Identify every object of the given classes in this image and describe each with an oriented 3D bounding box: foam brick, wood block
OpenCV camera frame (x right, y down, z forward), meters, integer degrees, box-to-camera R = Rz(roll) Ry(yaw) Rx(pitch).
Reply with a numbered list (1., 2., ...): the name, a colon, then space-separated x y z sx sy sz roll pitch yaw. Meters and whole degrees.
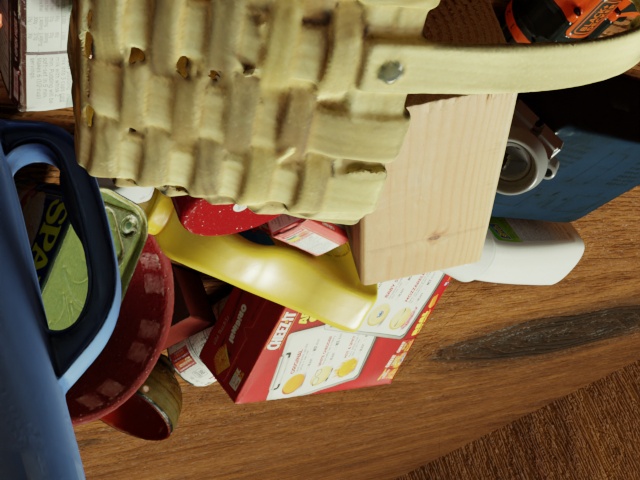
1. foam brick: -0.140 0.062 0.926 0.078 0.053 0.051 -28 160 16
2. wood block: 0.058 -0.062 0.675 0.090 0.090 0.206 -12 152 -5

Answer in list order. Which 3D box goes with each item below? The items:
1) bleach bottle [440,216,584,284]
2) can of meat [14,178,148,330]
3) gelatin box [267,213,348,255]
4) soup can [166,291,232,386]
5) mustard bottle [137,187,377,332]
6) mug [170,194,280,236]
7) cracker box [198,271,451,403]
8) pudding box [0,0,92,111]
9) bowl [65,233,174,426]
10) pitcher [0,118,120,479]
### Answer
1. bleach bottle: 0.143 -0.007 0.944 0.250 0.103 0.068 3 130 -54
2. can of meat: -0.163 0.015 0.646 0.084 0.102 0.057 11 166 41
3. gelatin box: -0.020 -0.039 0.717 0.030 0.089 0.073 -26 161 16
4. soup can: -0.092 0.092 1.035 0.102 0.068 0.068 -32 158 30
5. mustard bottle: -0.055 0.001 0.760 0.191 0.096 0.058 23 111 -24
6. mug: -0.047 -0.060 0.642 0.117 0.081 0.093 -25 161 10
7. cracker box: 0.015 0.055 0.960 0.213 0.072 0.164 2 124 -48
8. pudding box: -0.091 -0.110 0.497 0.113 0.039 0.090 -14 143 -26
9. bowl: -0.179 0.045 0.744 0.055 0.162 0.161 11 -175 39
10. pitcher: -0.187 0.048 0.538 0.149 0.243 0.144 -39 151 28
